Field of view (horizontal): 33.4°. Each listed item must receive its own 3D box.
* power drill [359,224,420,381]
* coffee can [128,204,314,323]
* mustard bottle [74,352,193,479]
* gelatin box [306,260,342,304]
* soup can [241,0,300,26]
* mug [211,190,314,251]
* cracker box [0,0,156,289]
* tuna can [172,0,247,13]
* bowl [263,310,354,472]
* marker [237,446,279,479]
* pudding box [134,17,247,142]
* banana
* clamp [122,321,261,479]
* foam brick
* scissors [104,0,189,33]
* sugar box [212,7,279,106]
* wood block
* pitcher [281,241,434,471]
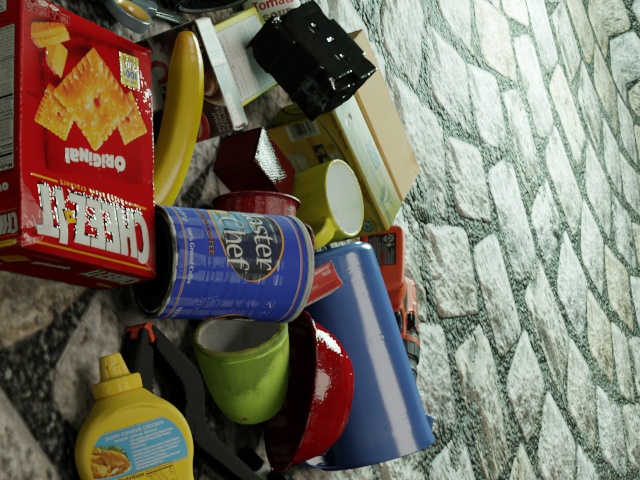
[{"bbox_3d":[0.090,0.086,1.341,0.187,0.057,0.184,74,12,-50],"label":"power drill"},{"bbox_3d":[-0.091,0.023,0.974,0.140,0.103,0.103,4,73,-32],"label":"coffee can"},{"bbox_3d":[-0.150,0.187,0.878,0.096,0.058,0.191,-14,85,-22],"label":"mustard bottle"},{"bbox_3d":[-0.021,0.054,1.100,0.030,0.073,0.089,62,-11,4],"label":"gelatin box"},{"bbox_3d":[-0.065,-0.299,1.248,0.068,0.069,0.102,-29,104,-61],"label":"soup can"},{"bbox_3d":[-0.057,0.001,1.108,0.117,0.093,0.081,9,74,-34],"label":"mug"},{"bbox_3d":[-0.210,-0.078,0.884,0.164,0.072,0.214,19,63,-58],"label":"cracker box"},{"bbox_3d":[-0.115,-0.266,1.123,0.086,0.086,0.034,-9,89,-62],"label":"tuna can"},{"bbox_3d":[-0.008,0.154,1.072,0.055,0.162,0.162,12,62,-17],"label":"bowl"},{"bbox_3d":[-0.049,0.247,1.104,0.121,0.020,0.020,51,38,-41],"label":"marker"},{"bbox_3d":[-0.132,-0.150,1.040,0.039,0.090,0.113,-36,109,-63],"label":"pudding box"},{"bbox_3d":[-0.141,-0.093,0.995,0.069,0.037,0.198,33,75,-75],"label":"banana"},{"bbox_3d":[-0.125,0.174,0.968,0.164,0.036,0.210,-12,87,-54],"label":"clamp"},{"bbox_3d":[-0.070,-0.076,1.165,0.078,0.051,0.053,51,37,-40],"label":"foam brick"},{"bbox_3d":[-0.166,-0.219,1.044,0.096,0.016,0.201,51,17,27],"label":"scissors"},{"bbox_3d":[-0.109,-0.185,1.147,0.176,0.048,0.093,-42,116,-56],"label":"sugar box"},{"bbox_3d":[0.041,-0.150,1.362,0.206,0.090,0.090,65,30,-23],"label":"wood block"},{"bbox_3d":[0.027,0.132,1.196,0.149,0.145,0.243,-2,77,-75],"label":"pitcher"}]
